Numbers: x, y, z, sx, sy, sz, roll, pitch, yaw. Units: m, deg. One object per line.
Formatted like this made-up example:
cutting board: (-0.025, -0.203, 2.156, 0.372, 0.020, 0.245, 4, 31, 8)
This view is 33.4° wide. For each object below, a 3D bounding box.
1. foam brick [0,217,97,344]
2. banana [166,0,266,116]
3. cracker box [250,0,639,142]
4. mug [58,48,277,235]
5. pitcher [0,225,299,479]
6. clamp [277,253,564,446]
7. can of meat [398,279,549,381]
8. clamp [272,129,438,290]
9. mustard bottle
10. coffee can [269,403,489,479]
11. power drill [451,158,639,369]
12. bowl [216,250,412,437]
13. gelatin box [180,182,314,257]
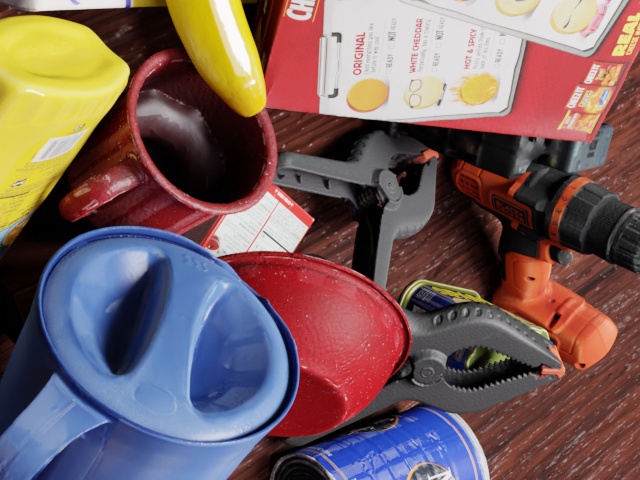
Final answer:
foam brick: (-0.146, 0.026, 0.614, 0.078, 0.051, 0.053, -29, 126, -29)
banana: (-0.049, -0.159, 0.523, 0.069, 0.037, 0.198, 10, 111, 2)
cracker box: (0.081, -0.146, 0.590, 0.213, 0.072, 0.164, 4, 133, -17)
mug: (-0.091, -0.040, 0.570, 0.117, 0.082, 0.093, -40, 100, -44)
pitcher: (-0.128, 0.122, 0.562, 0.149, 0.145, 0.243, 13, 130, -28)
clamp: (0.068, 0.092, 0.770, 0.210, 0.036, 0.165, 8, 123, -9)
can of meat: (0.121, 0.076, 0.852, 0.101, 0.084, 0.057, 14, 99, -44)
clamp: (0.028, -0.036, 0.724, 0.120, 0.039, 0.171, 58, 36, -17)
mustard bottle: (-0.175, -0.021, 0.528, 0.192, 0.058, 0.096, -49, 175, 26)
coffee can: (0.046, 0.193, 0.824, 0.140, 0.103, 0.103, -13, 117, -37)
power drill: (0.190, 0.017, 0.832, 0.057, 0.185, 0.187, -40, 140, -21)
bowl: (-0.025, 0.077, 0.670, 0.162, 0.162, 0.055, 54, 34, -41)
gelatin box: (-0.055, 0.001, 0.700, 0.089, 0.030, 0.073, -57, 136, -8)
